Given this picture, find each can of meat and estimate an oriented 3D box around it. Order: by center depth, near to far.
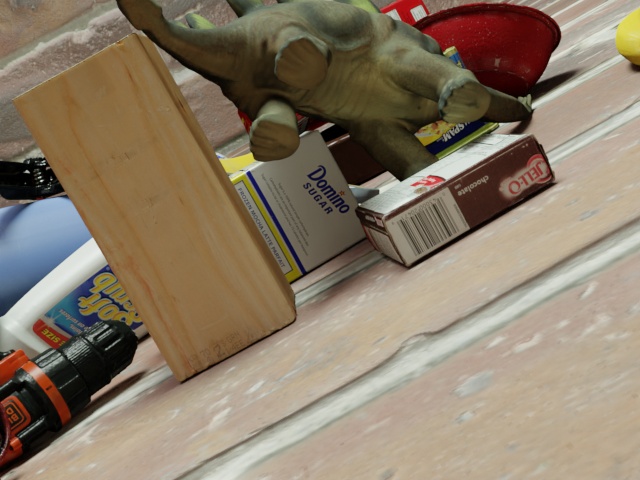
[{"bbox_3d":[0.100,-0.119,0.986,0.102,0.084,0.057,-31,10,-13],"label":"can of meat"}]

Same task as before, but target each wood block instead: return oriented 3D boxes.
[{"bbox_3d":[-0.104,-0.024,0.710,0.090,0.206,0.091,-28,9,2],"label":"wood block"}]

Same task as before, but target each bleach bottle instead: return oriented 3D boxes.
[{"bbox_3d":[-0.192,0.063,0.903,0.250,0.102,0.068,-42,27,-23],"label":"bleach bottle"}]

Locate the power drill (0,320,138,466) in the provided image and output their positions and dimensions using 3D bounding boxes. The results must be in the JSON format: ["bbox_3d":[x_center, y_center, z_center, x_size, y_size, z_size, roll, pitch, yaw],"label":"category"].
[{"bbox_3d":[-0.244,0.062,0.739,0.184,0.187,0.057,-37,-3,-29],"label":"power drill"}]

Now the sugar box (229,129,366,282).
[{"bbox_3d":[-0.058,-0.002,0.811,0.176,0.093,0.048,-30,9,-12],"label":"sugar box"}]

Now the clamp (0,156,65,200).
[{"bbox_3d":[-0.268,-0.059,0.987,0.120,0.039,0.172,-4,-7,-26],"label":"clamp"}]

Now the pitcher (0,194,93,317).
[{"bbox_3d":[-0.217,0.021,1.009,0.242,0.149,0.145,-18,5,-27],"label":"pitcher"}]

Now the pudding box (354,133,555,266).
[{"bbox_3d":[0.085,-0.030,0.699,0.113,0.039,0.090,-28,9,-5],"label":"pudding box"}]

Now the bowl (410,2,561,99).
[{"bbox_3d":[0.158,-0.172,1.055,0.162,0.055,0.162,0,-17,0],"label":"bowl"}]
